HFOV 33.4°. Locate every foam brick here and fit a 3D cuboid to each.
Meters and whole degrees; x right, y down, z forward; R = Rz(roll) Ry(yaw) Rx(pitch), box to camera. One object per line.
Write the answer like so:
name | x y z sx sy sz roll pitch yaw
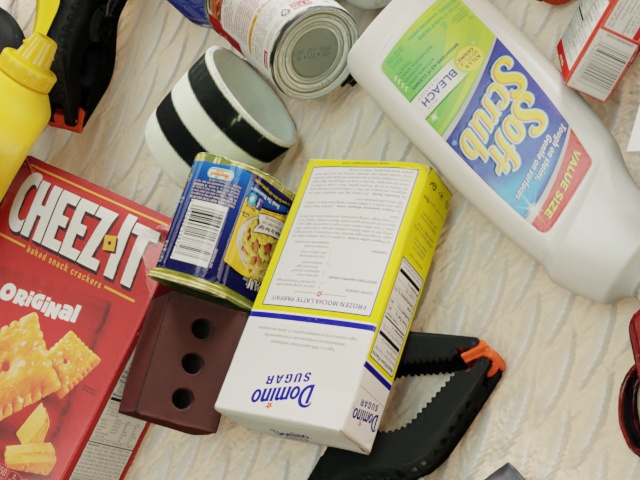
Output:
foam brick | -0.086 0.077 0.660 0.051 0.053 0.078 -18 55 66

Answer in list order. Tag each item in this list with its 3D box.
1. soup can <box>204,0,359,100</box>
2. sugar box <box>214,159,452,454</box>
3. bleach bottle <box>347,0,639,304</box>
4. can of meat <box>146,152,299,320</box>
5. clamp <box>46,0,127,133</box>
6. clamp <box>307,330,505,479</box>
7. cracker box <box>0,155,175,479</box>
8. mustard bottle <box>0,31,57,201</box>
soup can | -0.027 -0.146 0.721 0.068 0.068 0.102 -48 46 6
sugar box | 0.010 0.035 0.648 0.093 0.048 0.176 5 66 35
bleach bottle | 0.128 -0.056 0.633 0.102 0.068 0.251 -45 63 7
can of meat | -0.055 0.001 0.684 0.058 0.102 0.084 13 79 29
clamp | -0.177 -0.169 0.793 0.039 0.120 0.171 11 84 22
clamp | 0.016 0.124 0.644 0.210 0.036 0.164 -23 58 18
cracker box | -0.182 0.066 0.745 0.164 0.072 0.213 23 84 30
mustard bottle | -0.242 -0.062 0.754 0.192 0.058 0.096 -55 33 10
